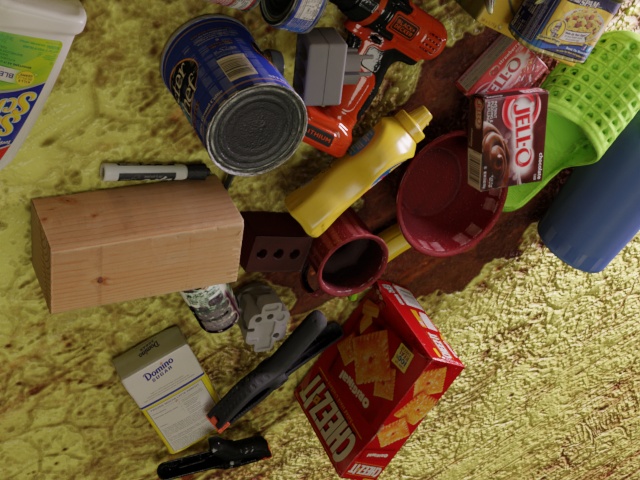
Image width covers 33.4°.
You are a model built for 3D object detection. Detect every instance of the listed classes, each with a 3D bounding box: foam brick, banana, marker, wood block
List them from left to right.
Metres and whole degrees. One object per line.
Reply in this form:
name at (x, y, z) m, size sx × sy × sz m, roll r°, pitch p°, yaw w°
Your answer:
wood block at (-0.196, 0.002, 1.143) m, size 0.205 × 0.090 × 0.091 m, roll -9°, pitch 132°, yaw -24°
marker at (-0.175, -0.073, 1.140) m, size 0.120 × 0.020 × 0.020 m, roll -2°, pitch 128°, yaw -29°
foam brick at (-0.058, 0.002, 1.250) m, size 0.078 × 0.051 × 0.053 m, roll 0°, pitch 126°, yaw -30°
banana at (0.105, 0.002, 1.360) m, size 0.198 × 0.037 × 0.069 m, roll -34°, pitch 154°, yaw 2°

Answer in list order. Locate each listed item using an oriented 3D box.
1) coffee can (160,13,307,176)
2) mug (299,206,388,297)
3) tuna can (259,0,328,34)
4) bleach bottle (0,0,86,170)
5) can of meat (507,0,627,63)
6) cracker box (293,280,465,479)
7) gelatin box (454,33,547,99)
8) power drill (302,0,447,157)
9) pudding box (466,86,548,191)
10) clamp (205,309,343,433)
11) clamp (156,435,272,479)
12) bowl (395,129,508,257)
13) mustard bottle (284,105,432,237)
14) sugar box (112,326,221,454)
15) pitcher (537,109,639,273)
coffee can at (-0.087, -0.143, 1.042) m, size 0.102 × 0.140 × 0.103 m, roll -16°, pitch 134°, yaw -18°
mug at (0.016, 0.016, 1.284) m, size 0.093 × 0.081 × 0.117 m, roll 20°, pitch 115°, yaw -40°
tuna can at (-0.025, -0.245, 1.029) m, size 0.033 × 0.086 × 0.086 m, roll 5°, pitch 124°, yaw -32°
bleach bottle at (-0.306, -0.120, 0.993) m, size 0.102 × 0.068 × 0.251 m, roll 7°, pitch 126°, yaw -34°
can of meat at (0.258, -0.239, 1.122) m, size 0.101 × 0.057 × 0.084 m, roll 8°, pitch 124°, yaw -34°
cracker box at (0.070, 0.184, 1.403) m, size 0.072 × 0.164 × 0.214 m, roll 19°, pitch 116°, yaw -38°
gelatin box at (0.213, -0.193, 1.254) m, size 0.089 × 0.030 × 0.073 m, roll -47°, pitch 135°, yaw 13°
power drill at (0.021, -0.190, 1.125) m, size 0.184 × 0.057 × 0.188 m, roll 24°, pitch 114°, yaw -35°
pudding box at (0.218, -0.120, 1.249) m, size 0.089 × 0.039 × 0.113 m, roll -10°, pitch 115°, yaw -22°
clamp at (-0.055, 0.166, 1.359) m, size 0.210 × 0.036 × 0.164 m, roll -43°, pitch 165°, yaw 7°
clamp at (-0.137, 0.295, 1.454) m, size 0.120 × 0.039 × 0.171 m, roll -22°, pitch 159°, yaw 27°
bowl at (0.148, -0.063, 1.295) m, size 0.161 × 0.055 × 0.162 m, roll -11°, pitch 116°, yaw -24°
mustard bottle at (0.048, -0.085, 1.209) m, size 0.191 × 0.096 × 0.058 m, roll -40°, pitch 95°, yaw 5°
sugar box at (-0.185, 0.190, 1.346) m, size 0.093 × 0.048 × 0.176 m, roll -29°, pitch 134°, yaw -8°
pitcher at (0.398, -0.079, 1.404) m, size 0.149 × 0.145 × 0.243 m, roll 18°, pitch 121°, yaw -26°
